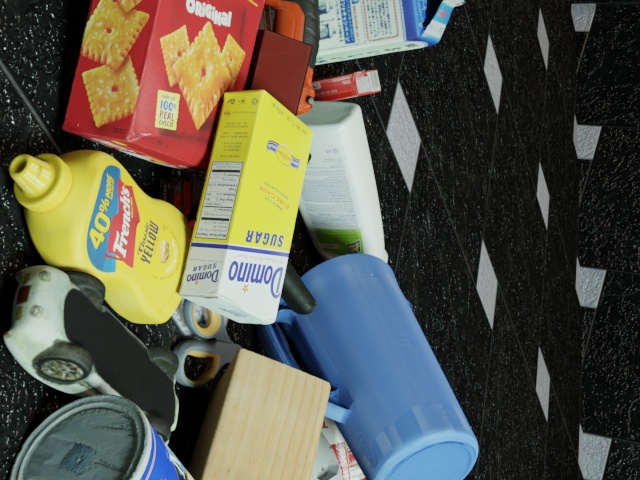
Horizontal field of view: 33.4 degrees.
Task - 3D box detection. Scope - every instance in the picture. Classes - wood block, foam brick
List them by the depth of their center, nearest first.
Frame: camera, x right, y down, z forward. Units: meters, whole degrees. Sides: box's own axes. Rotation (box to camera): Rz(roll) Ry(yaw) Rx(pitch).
[{"bbox_3d":[-0.064,0.208,0.891,0.091,0.090,0.206,124,-15,-47],"label":"wood block"},{"bbox_3d":[-0.048,-0.143,0.952,0.051,0.053,0.078,15,89,-31],"label":"foam brick"}]

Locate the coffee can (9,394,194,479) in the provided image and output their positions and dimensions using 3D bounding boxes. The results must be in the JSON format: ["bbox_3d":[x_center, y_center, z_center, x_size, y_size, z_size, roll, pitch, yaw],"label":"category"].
[{"bbox_3d":[-0.136,0.189,0.746,0.140,0.103,0.102,63,30,-41],"label":"coffee can"}]

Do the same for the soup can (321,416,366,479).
[{"bbox_3d":[0.015,0.212,1.155,0.068,0.069,0.102,-22,104,-67],"label":"soup can"}]

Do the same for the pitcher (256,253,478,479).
[{"bbox_3d":[0.049,0.137,1.058,0.145,0.149,0.243,56,4,-47],"label":"pitcher"}]

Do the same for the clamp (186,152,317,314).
[{"bbox_3d":[-0.056,0.001,0.970,0.209,0.036,0.164,-17,102,-62],"label":"clamp"}]

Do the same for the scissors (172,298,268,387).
[{"bbox_3d":[-0.086,0.088,1.003,0.201,0.016,0.096,-8,99,-68],"label":"scissors"}]

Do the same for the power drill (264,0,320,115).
[{"bbox_3d":[-0.058,-0.222,1.015,0.057,0.184,0.188,-45,147,-87],"label":"power drill"}]

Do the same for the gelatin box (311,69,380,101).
[{"bbox_3d":[0.023,-0.183,1.274,0.089,0.073,0.030,-27,108,-65],"label":"gelatin box"}]

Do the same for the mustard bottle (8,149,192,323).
[{"bbox_3d":[-0.164,-0.012,0.790,0.191,0.058,0.096,46,51,-56],"label":"mustard bottle"}]

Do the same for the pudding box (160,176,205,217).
[{"bbox_3d":[-0.104,-0.002,0.964,0.113,0.039,0.090,24,64,-62],"label":"pudding box"}]

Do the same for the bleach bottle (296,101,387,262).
[{"bbox_3d":[0.018,-0.033,1.214,0.068,0.103,0.251,-54,140,-47],"label":"bleach bottle"}]

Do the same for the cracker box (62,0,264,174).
[{"bbox_3d":[-0.114,-0.170,0.862,0.164,0.072,0.214,18,85,-68],"label":"cracker box"}]

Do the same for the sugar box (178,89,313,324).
[{"bbox_3d":[-0.058,-0.026,0.880,0.093,0.048,0.176,32,63,-57],"label":"sugar box"}]
